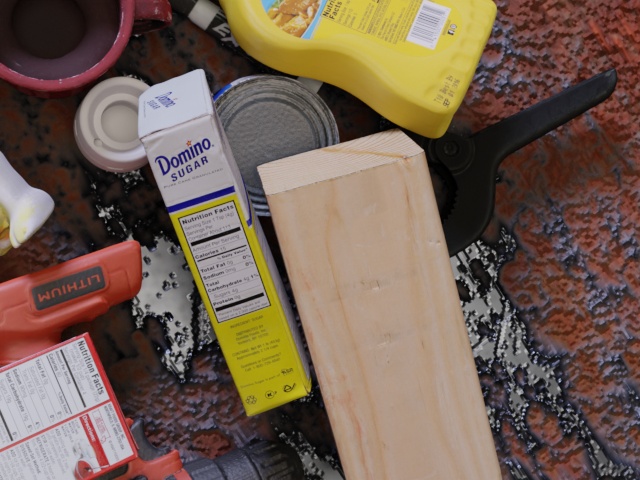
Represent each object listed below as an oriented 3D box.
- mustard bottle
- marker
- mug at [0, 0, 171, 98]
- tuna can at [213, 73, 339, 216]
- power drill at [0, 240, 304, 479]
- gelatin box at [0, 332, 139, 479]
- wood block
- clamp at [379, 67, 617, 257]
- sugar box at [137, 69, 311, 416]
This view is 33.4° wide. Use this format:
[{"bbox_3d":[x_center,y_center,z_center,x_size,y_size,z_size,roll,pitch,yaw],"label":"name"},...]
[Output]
[{"bbox_3d":[0.003,-0.138,0.639,0.191,0.058,0.096,24,64,1],"label":"mustard bottle"},{"bbox_3d":[-0.052,-0.128,0.669,0.121,0.020,0.020,33,83,-11],"label":"marker"},{"bbox_3d":[-0.144,-0.128,0.615,0.117,0.082,0.093,-8,92,-13],"label":"mug"},{"bbox_3d":[-0.033,-0.060,0.657,0.086,0.034,0.086,-2,102,-8],"label":"tuna can"},{"bbox_3d":[-0.113,0.099,0.624,0.184,0.057,0.187,-19,88,-28],"label":"power drill"},{"bbox_3d":[-0.150,0.098,0.561,0.089,0.030,0.073,-24,92,-23],"label":"gelatin box"},{"bbox_3d":[0.035,0.050,0.625,0.090,0.091,0.206,-15,105,-2],"label":"wood block"},{"bbox_3d":[0.091,-0.059,0.690,0.164,0.036,0.210,20,87,-4],"label":"clamp"},{"bbox_3d":[-0.054,0.001,0.601,0.048,0.093,0.176,-21,114,0],"label":"sugar box"}]
